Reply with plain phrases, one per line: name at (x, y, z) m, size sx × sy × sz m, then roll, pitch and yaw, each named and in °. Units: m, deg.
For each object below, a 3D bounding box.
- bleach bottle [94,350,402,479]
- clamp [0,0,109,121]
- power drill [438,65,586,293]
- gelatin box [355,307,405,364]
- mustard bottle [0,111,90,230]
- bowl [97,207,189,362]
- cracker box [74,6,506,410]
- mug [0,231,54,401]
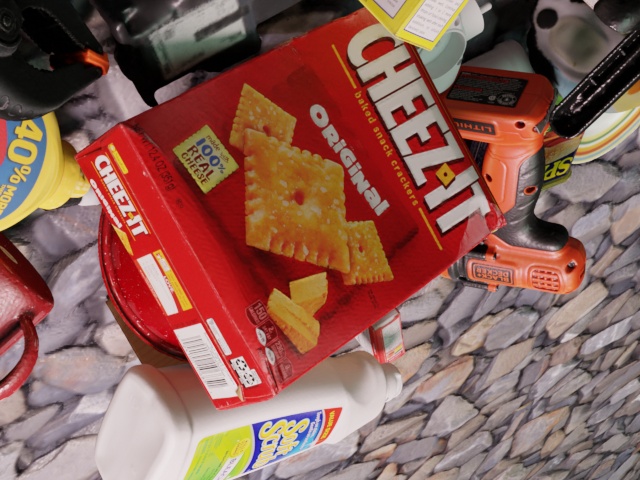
bleach bottle at (-0.032, 0.117, 0.760) m, size 0.250 × 0.068 × 0.103 m, roll -8°, pitch 138°, yaw -43°
clamp at (-0.163, -0.110, 0.495) m, size 0.171 × 0.039 × 0.120 m, roll -8°, pitch 100°, yaw -65°
power drill at (0.110, -0.043, 0.814) m, size 0.187 × 0.185 × 0.057 m, roll 77°, pitch 31°, yaw -43°
gelatin box at (0.034, 0.054, 0.895) m, size 0.030 × 0.089 × 0.073 m, roll -32°, pitch 149°, yaw -12°
mustard bottle at (-0.192, -0.050, 0.547) m, size 0.191 × 0.058 × 0.096 m, roll 18°, pitch 98°, yaw -56°
bowl at (-0.054, 0.001, 0.672) m, size 0.161 × 0.055 × 0.162 m, roll -1°, pitch 92°, yaw -30°
cracker box at (-0.007, -0.028, 0.619) m, size 0.213 × 0.164 × 0.072 m, roll -33°, pitch -173°, yaw -36°
mug at (-0.203, 0.042, 0.611) m, size 0.081 × 0.117 × 0.093 m, roll -41°, pitch 151°, yaw -3°
